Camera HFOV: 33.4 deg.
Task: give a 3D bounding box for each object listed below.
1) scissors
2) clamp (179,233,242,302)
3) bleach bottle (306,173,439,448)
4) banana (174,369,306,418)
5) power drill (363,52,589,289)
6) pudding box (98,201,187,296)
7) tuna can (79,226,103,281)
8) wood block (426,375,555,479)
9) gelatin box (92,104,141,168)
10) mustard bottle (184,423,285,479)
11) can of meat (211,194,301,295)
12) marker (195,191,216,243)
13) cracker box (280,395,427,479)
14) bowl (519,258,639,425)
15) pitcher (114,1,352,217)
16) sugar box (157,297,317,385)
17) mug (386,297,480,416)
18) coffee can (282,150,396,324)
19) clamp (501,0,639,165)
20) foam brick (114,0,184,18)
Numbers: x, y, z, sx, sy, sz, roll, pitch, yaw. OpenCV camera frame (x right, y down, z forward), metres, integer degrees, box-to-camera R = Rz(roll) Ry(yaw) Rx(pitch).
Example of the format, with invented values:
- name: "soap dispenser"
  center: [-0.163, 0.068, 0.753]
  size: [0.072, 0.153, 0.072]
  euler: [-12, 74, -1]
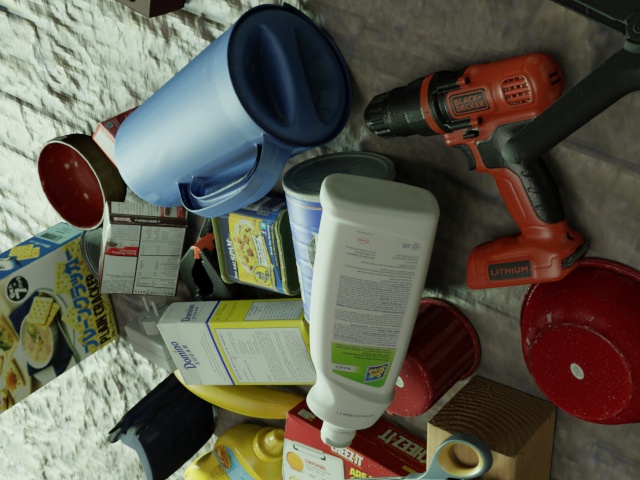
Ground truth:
- name: "scissors"
  center: [0.091, 0.210, 0.986]
  size: [0.202, 0.016, 0.096]
  euler: [6, 116, 39]
- name: "clamp"
  center: [-0.126, 0.061, 1.188]
  size: [0.120, 0.039, 0.171]
  euler: [12, 130, 30]
- name: "bleach bottle"
  center: [0.029, 0.071, 0.926]
  size: [0.102, 0.068, 0.251]
  euler: [9, 116, -5]
- name: "banana"
  center: [-0.103, 0.162, 1.214]
  size: [0.198, 0.069, 0.037]
  euler: [23, 131, 29]
- name: "power drill"
  center: [0.133, -0.054, 0.892]
  size: [0.185, 0.057, 0.187]
  euler: [-7, 110, 43]
- name: "pudding box"
  center: [-0.199, 0.011, 1.194]
  size: [0.039, 0.090, 0.114]
  euler: [-103, 22, -46]
- name: "tuna can"
  center: [-0.245, 0.015, 1.272]
  size: [0.086, 0.033, 0.086]
  euler: [21, 127, 30]
- name: "wood block"
  center: [0.161, 0.248, 1.025]
  size: [0.090, 0.090, 0.206]
  euler: [18, 125, 32]
- name: "gelatin box"
  center: [-0.184, -0.098, 1.125]
  size: [0.089, 0.073, 0.030]
  euler: [50, 135, 7]
- name: "mustard bottle"
  center: [-0.090, 0.271, 1.276]
  size: [0.096, 0.058, 0.192]
  euler: [49, 136, 8]
- name: "can of meat"
  center: [-0.057, 0.001, 1.088]
  size: [0.084, 0.057, 0.102]
  euler: [12, 123, 33]
- name: "marker"
  center: [-0.109, -0.035, 1.137]
  size: [0.020, 0.020, 0.121]
  euler: [40, 134, 15]
- name: "cracker box"
  center: [0.040, 0.286, 1.166]
  size: [0.164, 0.072, 0.214]
  euler: [25, 128, 27]
- name: "bowl"
  center: [0.230, 0.098, 0.902]
  size: [0.162, 0.055, 0.162]
  euler: [21, 127, 31]
- name: "pitcher"
  center: [-0.095, -0.104, 0.999]
  size: [0.243, 0.149, 0.145]
  euler: [-23, 98, 49]
- name: "sugar box"
  center: [-0.077, 0.109, 1.138]
  size: [0.176, 0.048, 0.093]
  euler: [-1, 126, 26]
- name: "mug"
  center: [0.089, 0.122, 1.017]
  size: [0.093, 0.081, 0.117]
  euler: [35, 133, 19]
- name: "coffee can"
  center: [0.025, 0.001, 0.984]
  size: [0.103, 0.102, 0.140]
  euler: [11, 122, 36]
- name: "clamp"
  center: [0.220, -0.129, 0.739]
  size: [0.210, 0.036, 0.164]
  euler: [2, 72, 32]
- name: "foam brick"
  center: [-0.163, -0.262, 1.024]
  size: [0.053, 0.051, 0.078]
  euler: [30, 131, 24]
